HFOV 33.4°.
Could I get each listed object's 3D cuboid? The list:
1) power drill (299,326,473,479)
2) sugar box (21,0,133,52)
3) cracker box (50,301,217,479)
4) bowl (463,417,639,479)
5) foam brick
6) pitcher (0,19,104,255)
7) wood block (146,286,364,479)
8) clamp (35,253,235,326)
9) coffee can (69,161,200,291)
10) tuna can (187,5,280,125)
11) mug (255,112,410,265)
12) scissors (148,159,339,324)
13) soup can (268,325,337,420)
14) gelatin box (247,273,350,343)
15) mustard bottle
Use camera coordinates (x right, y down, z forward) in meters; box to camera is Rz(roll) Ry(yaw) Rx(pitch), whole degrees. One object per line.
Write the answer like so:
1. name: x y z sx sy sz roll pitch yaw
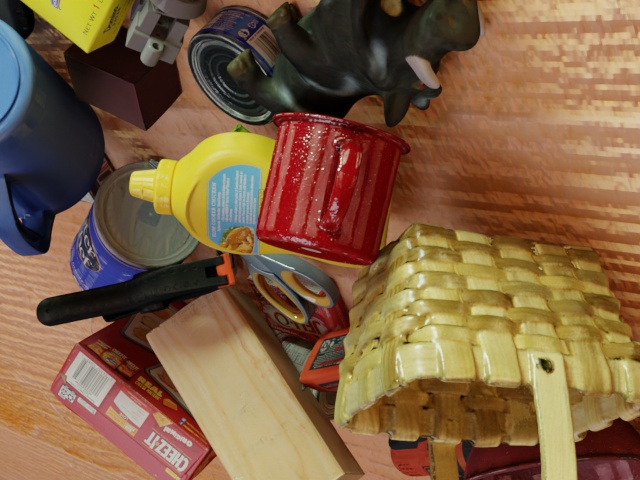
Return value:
1. power drill: 0.087 0.149 0.948 0.187 0.057 0.185 43 145 -21
2. sugar box: -0.211 -0.228 0.779 0.176 0.048 0.093 36 124 1
3. cracker box: -0.152 0.149 1.096 0.164 0.213 0.072 37 109 7
4. bowl: 0.183 0.163 0.836 0.162 0.055 0.162 -3 157 -2
5. foam brick: -0.160 -0.136 0.870 0.078 0.051 0.053 27 147 22
6. pitcher: -0.260 -0.089 0.875 0.149 0.145 0.243 40 173 3
7. wood block: -0.060 0.151 0.975 0.206 0.090 0.090 55 -176 18
8. clamp: -0.152 0.047 0.949 0.120 0.171 0.039 -8 -94 -80
9. coffee can: -0.178 -0.002 1.022 0.103 0.102 0.140 42 151 -4
10. tuna can: -0.055 -0.126 0.780 0.086 0.033 0.086 29 149 19
11. mug: 0.007 -0.032 0.683 0.093 0.081 0.117 14 174 -10
12. scissors: -0.056 0.001 0.900 0.096 0.016 0.201 -4 134 45
13. soup can: -0.022 0.131 1.061 0.102 0.068 0.068 17 144 34
14. gelatin box: -0.018 0.061 0.998 0.089 0.030 0.073 15 143 37
15. mustard bottle: -0.045 -0.032 0.786 0.191 0.058 0.096 6 130 1
